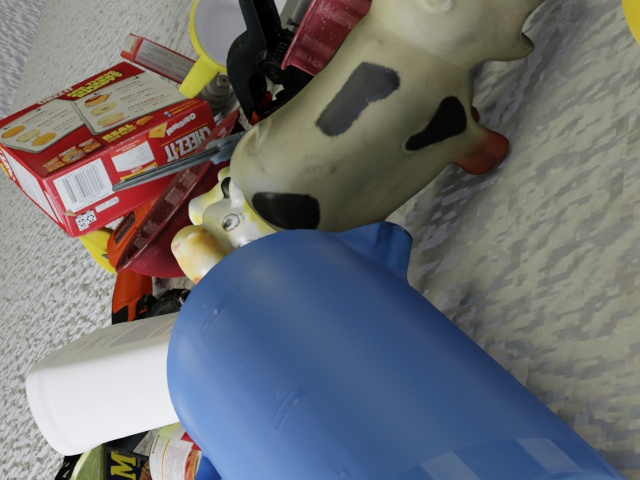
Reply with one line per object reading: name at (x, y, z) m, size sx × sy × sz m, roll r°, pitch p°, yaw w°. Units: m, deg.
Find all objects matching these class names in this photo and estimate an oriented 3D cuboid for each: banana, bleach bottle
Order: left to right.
banana at (-0.225, 0.007, 1.123) m, size 0.037 × 0.069 × 0.198 m, roll -47°, pitch -1°, yaw -10°
bleach bottle at (-0.061, 0.070, 0.639) m, size 0.251 × 0.068 × 0.102 m, roll -17°, pitch 10°, yaw 38°

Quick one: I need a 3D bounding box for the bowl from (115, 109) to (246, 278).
bowl at (-0.095, -0.025, 0.853) m, size 0.162 × 0.055 × 0.162 m, roll -49°, pitch 14°, yaw 16°

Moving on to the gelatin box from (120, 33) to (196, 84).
gelatin box at (-0.159, -0.185, 1.116) m, size 0.030 × 0.089 × 0.073 m, roll -66°, pitch 23°, yaw 5°

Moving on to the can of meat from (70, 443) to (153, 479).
can of meat at (-0.126, 0.194, 0.736) m, size 0.057 × 0.083 × 0.102 m, roll -57°, pitch 26°, yaw 27°

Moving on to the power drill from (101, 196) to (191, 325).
power drill at (-0.155, 0.046, 0.957) m, size 0.185 × 0.057 × 0.187 m, roll -44°, pitch 32°, yaw 39°

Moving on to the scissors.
scissors at (-0.049, -0.072, 0.723) m, size 0.096 × 0.016 × 0.201 m, roll -30°, pitch -3°, yaw 29°

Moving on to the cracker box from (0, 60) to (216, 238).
cracker box at (-0.209, -0.092, 1.017) m, size 0.164 × 0.072 × 0.214 m, roll -30°, pitch 30°, yaw -19°

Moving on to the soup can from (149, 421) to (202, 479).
soup can at (-0.060, 0.139, 0.657) m, size 0.102 × 0.068 × 0.068 m, roll -11°, pitch 61°, yaw 64°

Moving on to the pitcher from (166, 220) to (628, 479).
pitcher at (0.023, 0.099, 0.439) m, size 0.243 × 0.144 × 0.149 m, roll -141°, pitch 41°, yaw -63°

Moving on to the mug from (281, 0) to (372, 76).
mug at (0.036, -0.129, 0.637) m, size 0.093 × 0.081 × 0.117 m, roll -60°, pitch 4°, yaw 32°

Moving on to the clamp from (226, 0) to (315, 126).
clamp at (-0.035, -0.144, 0.783) m, size 0.039 × 0.120 × 0.172 m, roll -53°, pitch 5°, yaw -34°
